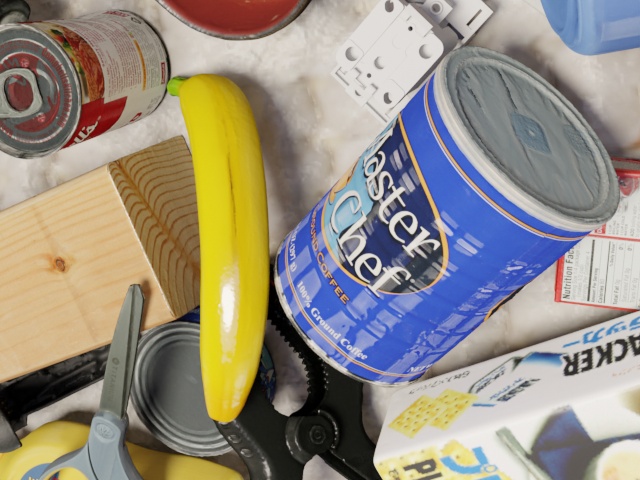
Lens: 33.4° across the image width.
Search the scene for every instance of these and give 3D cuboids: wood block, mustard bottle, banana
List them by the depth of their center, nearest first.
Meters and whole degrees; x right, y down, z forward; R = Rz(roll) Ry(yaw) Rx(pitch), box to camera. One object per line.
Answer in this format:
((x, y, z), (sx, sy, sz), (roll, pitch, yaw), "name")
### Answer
((-0.049, -0.009, 0.553), (0.037, 0.070, 0.198), (-2, 72, -18), "banana")
((-0.165, 0.023, 0.625), (0.206, 0.090, 0.091), (-20, 98, 24), "wood block")
((-0.142, 0.163, 0.676), (0.192, 0.058, 0.096), (14, 124, 16), "mustard bottle")

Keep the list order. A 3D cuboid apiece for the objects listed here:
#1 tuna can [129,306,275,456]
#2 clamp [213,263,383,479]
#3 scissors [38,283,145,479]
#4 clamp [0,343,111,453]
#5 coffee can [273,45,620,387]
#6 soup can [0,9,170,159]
((-0.071, 0.083, 0.640), (0.086, 0.033, 0.086), (6, 108, 18), "tuna can")
((0.000, 0.111, 0.595), (0.036, 0.164, 0.210), (-25, 75, 59), "clamp")
((-0.103, 0.118, 0.592), (0.096, 0.016, 0.202), (35, 124, 1), "scissors")
((-0.192, 0.100, 0.667), (0.172, 0.120, 0.039), (-16, 98, 45), "clamp")
((0.057, -0.008, 0.514), (0.103, 0.102, 0.141), (45, 127, 2), "coffee can")
((-0.132, -0.087, 0.572), (0.069, 0.102, 0.068), (6, 108, 18), "soup can")
